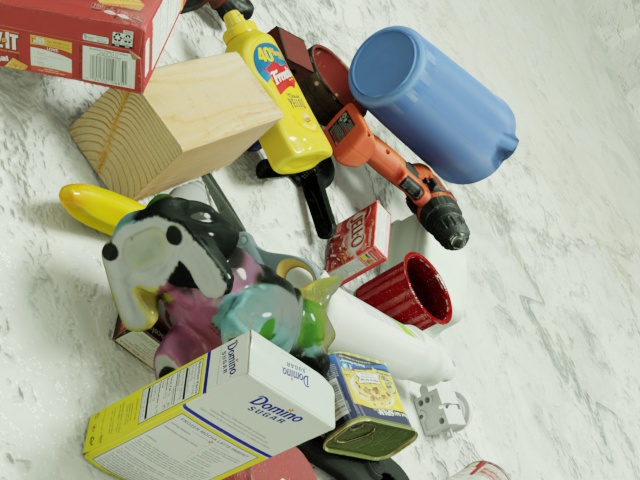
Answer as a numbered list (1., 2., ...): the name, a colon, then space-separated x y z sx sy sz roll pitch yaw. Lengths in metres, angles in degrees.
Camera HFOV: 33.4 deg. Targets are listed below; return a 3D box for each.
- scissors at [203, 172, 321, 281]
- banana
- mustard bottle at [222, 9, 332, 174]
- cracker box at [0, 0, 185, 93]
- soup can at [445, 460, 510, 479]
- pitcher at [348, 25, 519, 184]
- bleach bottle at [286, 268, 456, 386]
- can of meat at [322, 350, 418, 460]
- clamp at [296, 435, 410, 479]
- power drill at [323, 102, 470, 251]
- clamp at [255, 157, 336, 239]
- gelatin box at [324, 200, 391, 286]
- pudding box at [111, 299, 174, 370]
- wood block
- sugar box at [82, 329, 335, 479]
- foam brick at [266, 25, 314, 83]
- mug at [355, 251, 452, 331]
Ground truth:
1. scissors: -0.057 0.001 1.064 0.016 0.096 0.202 33 38 -62
2. banana: -0.155 -0.014 0.945 0.197 0.070 0.037 24 77 -38
3. mustard bottle: -0.059 -0.169 1.179 0.096 0.058 0.191 -11 72 -61
4. cracker box: -0.212 -0.227 0.958 0.164 0.072 0.213 11 40 0
5. soup can: 0.162 0.286 1.164 0.102 0.069 0.068 -8 70 -60
6. pitcher: 0.132 -0.175 1.360 0.242 0.149 0.145 29 40 -50
7. bleach bottle: 0.062 0.108 1.133 0.250 0.068 0.103 27 11 -39
8. can of meat: 0.036 0.158 1.029 0.101 0.058 0.084 21 38 -44
9. clamp: 0.036 0.227 1.049 0.210 0.036 0.164 58 29 6
10. power drill: 0.094 -0.076 1.302 0.187 0.057 0.184 37 13 -29
11. clamp: -0.012 -0.074 1.259 0.120 0.039 0.171 54 28 -14
12. gelatin box: 0.044 0.003 1.239 0.030 0.073 0.089 45 31 -26
13. pudding box: -0.123 0.076 0.931 0.113 0.039 0.090 40 34 -31
14. wood block: -0.134 -0.114 1.038 0.090 0.091 0.205 54 28 2
15. sugar box: -0.084 0.134 0.792 0.093 0.176 0.048 38 34 -34
16. foam brick: -0.058 -0.209 1.276 0.052 0.078 0.051 17 49 -49
17. mug: 0.102 0.075 1.255 0.117 0.082 0.093 19 48 -51
